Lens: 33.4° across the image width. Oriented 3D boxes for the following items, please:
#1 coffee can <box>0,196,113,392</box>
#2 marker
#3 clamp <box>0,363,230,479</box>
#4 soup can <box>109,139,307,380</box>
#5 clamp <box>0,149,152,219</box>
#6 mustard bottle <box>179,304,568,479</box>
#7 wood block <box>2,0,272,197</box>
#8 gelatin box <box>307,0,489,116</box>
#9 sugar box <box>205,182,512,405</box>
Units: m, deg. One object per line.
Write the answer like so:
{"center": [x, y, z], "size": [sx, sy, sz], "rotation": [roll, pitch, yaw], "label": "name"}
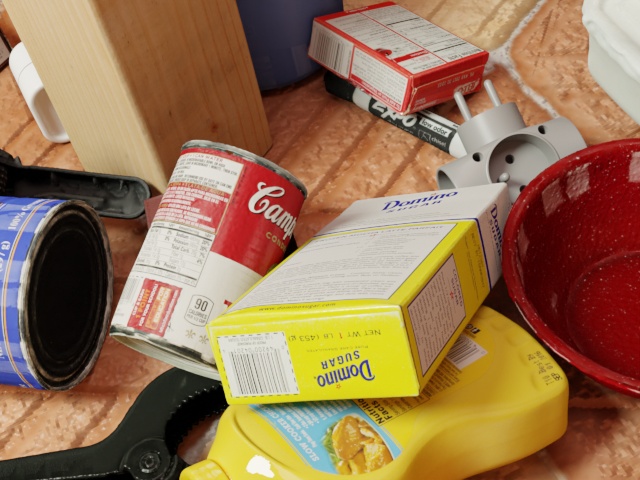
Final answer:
{"center": [-0.198, 0.025, 0.580], "size": [0.140, 0.103, 0.102], "rotation": [4, 54, 14], "label": "coffee can"}
{"center": [0.049, -0.079, 0.662], "size": [0.121, 0.020, 0.020], "rotation": [31, 64, 30], "label": "marker"}
{"center": [-0.077, 0.126, 0.518], "size": [0.209, 0.036, 0.165], "rotation": [-30, 52, -15], "label": "clamp"}
{"center": [-0.055, 0.011, 0.527], "size": [0.069, 0.068, 0.102], "rotation": [15, 75, 21], "label": "soup can"}
{"center": [-0.182, -0.032, 0.628], "size": [0.172, 0.120, 0.039], "rotation": [-5, 64, 53], "label": "clamp"}
{"center": [0.012, 0.090, 0.481], "size": [0.191, 0.058, 0.096], "rotation": [-21, 34, -26], "label": "mustard bottle"}
{"center": [-0.103, -0.112, 0.599], "size": [0.091, 0.206, 0.090], "rotation": [27, 62, 28], "label": "wood block"}
{"center": [0.048, -0.115, 0.669], "size": [0.073, 0.030, 0.089], "rotation": [-23, 48, -39], "label": "gelatin box"}
{"center": [0.029, 0.020, 0.509], "size": [0.093, 0.048, 0.176], "rotation": [-6, 14, 27], "label": "sugar box"}
